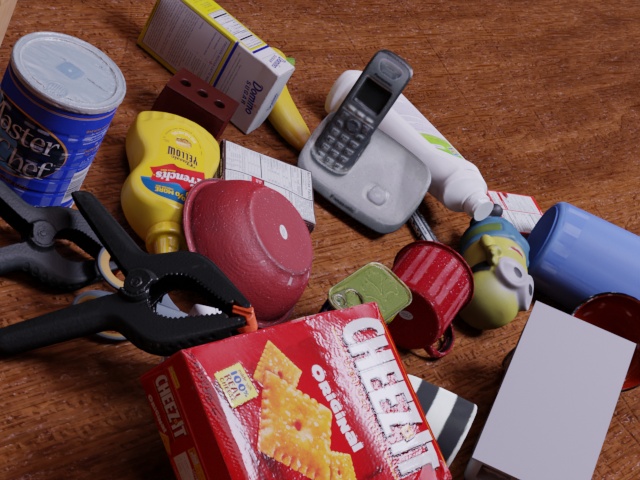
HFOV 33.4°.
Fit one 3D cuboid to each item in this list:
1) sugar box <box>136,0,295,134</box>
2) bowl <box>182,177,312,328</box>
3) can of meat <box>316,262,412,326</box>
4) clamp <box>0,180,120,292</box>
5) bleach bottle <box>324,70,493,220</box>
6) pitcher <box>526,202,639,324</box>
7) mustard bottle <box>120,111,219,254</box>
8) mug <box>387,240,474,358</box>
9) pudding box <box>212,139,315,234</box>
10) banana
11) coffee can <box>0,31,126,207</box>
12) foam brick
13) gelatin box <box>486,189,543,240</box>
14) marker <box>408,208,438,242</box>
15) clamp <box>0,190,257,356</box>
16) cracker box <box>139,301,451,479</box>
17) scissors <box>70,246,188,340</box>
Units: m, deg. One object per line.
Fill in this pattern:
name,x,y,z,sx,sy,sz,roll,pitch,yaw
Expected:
sugar box,-0.122,-0.215,1.240,0.176,0.093,0.048,39,36,6
bowl,-0.057,0.001,1.024,0.162,0.055,0.162,38,37,-36
can of meat,0.029,0.079,1.025,0.057,0.084,0.101,43,37,12
clamp,-0.252,-0.009,0.930,0.171,0.039,0.120,10,68,-34
bleach bottle,0.114,-0.110,1.289,0.102,0.068,0.251,4,35,-44
pitcher,0.366,0.053,1.300,0.243,0.149,0.145,28,51,-3
mustard bottle,-0.148,-0.046,1.053,0.096,0.058,0.191,23,37,-24
mug,0.107,0.069,1.108,0.081,0.093,0.117,-47,119,-49
pudding box,-0.062,-0.052,1.146,0.113,0.039,0.090,21,37,-21
banana,-0.048,-0.183,1.308,0.069,0.037,0.198,15,40,-22
coffee can,-0.249,-0.102,0.967,0.102,0.140,0.103,21,38,-18
foam brick,-0.140,-0.144,1.178,0.078,0.051,0.053,32,35,-3
gelatin box,0.248,-0.026,1.366,0.089,0.030,0.073,6,46,-33
marker,0.117,-0.019,1.264,0.020,0.020,0.121,3,46,-36
clamp,-0.155,0.050,0.863,0.210,0.036,0.164,19,60,19
cracker box,-0.013,0.147,0.828,0.213,0.072,0.164,-11,73,-44
scissors,-0.126,0.057,0.959,0.201,0.016,0.096,9,74,-30
